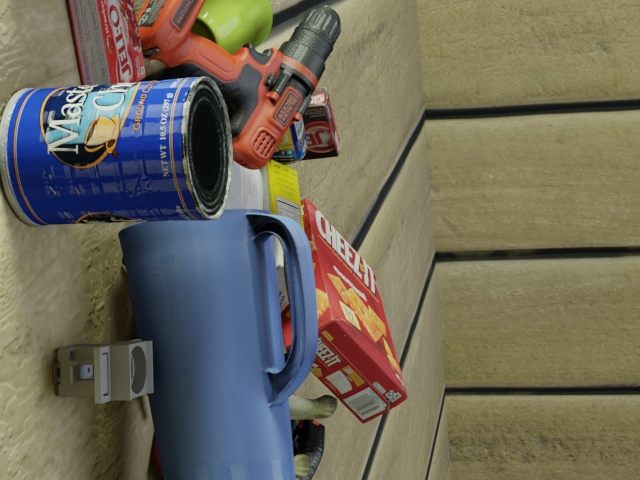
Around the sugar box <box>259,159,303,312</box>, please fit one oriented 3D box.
[{"bbox_3d":[-0.058,0.002,1.172,0.093,0.048,0.176,-51,-147,33],"label":"sugar box"}]

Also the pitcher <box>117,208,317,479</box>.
[{"bbox_3d":[-0.081,0.096,0.889,0.149,0.144,0.243,146,-64,-74],"label":"pitcher"}]

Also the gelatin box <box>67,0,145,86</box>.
[{"bbox_3d":[-0.178,-0.170,0.895,0.073,0.030,0.089,-60,146,-66],"label":"gelatin box"}]

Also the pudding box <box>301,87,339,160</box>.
[{"bbox_3d":[-0.038,-0.139,1.310,0.090,0.113,0.039,73,17,-48],"label":"pudding box"}]

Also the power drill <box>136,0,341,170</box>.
[{"bbox_3d":[-0.076,-0.186,1.012,0.187,0.057,0.184,37,74,-34],"label":"power drill"}]

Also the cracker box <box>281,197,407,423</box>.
[{"bbox_3d":[0.017,0.076,1.219,0.164,0.072,0.214,48,19,-36],"label":"cracker box"}]

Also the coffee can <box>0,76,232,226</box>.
[{"bbox_3d":[-0.145,-0.063,0.774,0.102,0.140,0.103,-2,90,-77],"label":"coffee can"}]
